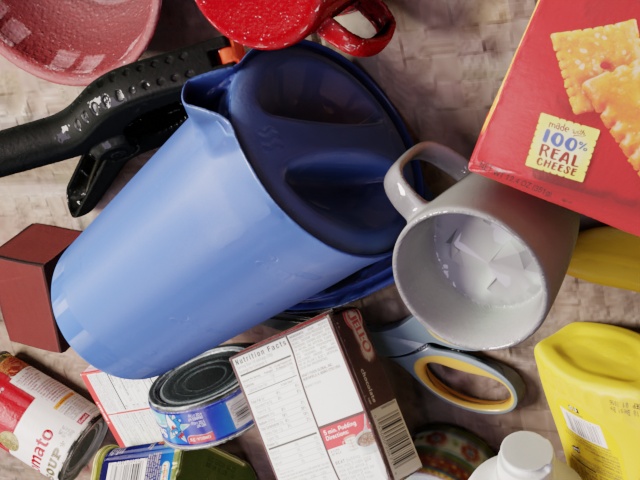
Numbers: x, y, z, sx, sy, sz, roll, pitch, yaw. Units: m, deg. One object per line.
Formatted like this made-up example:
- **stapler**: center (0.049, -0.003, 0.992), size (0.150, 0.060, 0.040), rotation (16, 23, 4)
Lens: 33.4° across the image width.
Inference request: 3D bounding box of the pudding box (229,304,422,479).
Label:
- **pudding box**: center (0.002, 0.108, 0.681), size (0.090, 0.039, 0.113), rotation (-26, 81, 35)

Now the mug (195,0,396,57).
- **mug**: center (-0.009, -0.141, 0.555), size (0.117, 0.081, 0.093), rotation (47, 129, -4)

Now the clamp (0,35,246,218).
- **clamp**: center (-0.129, -0.066, 0.662), size (0.210, 0.164, 0.036), rotation (-24, 78, 16)

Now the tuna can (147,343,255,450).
- **tuna can**: center (-0.076, 0.107, 0.741), size (0.086, 0.086, 0.034), rotation (-6, 114, 32)

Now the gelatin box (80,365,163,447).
- **gelatin box**: center (-0.130, 0.119, 0.815), size (0.089, 0.030, 0.073), rotation (-14, 109, 34)

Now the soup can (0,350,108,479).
- **soup can**: center (-0.230, 0.143, 0.861), size (0.102, 0.068, 0.069), rotation (29, 128, 9)

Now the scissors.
- **scissors**: center (0.039, 0.050, 0.689), size (0.202, 0.016, 0.096), rotation (23, 125, 15)

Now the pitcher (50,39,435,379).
- **pitcher**: center (-0.054, 0.001, 0.649), size (0.243, 0.144, 0.149), rotation (-34, 87, 42)

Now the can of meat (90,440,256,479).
- **can of meat**: center (-0.108, 0.188, 0.807), size (0.084, 0.057, 0.102), rotation (-14, 147, 31)

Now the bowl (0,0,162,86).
- **bowl**: center (-0.149, -0.175, 0.628), size (0.162, 0.055, 0.162), rotation (14, 124, 21)

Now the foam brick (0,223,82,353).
- **foam brick**: center (-0.202, 0.035, 0.788), size (0.051, 0.052, 0.078), rotation (10, 123, 23)
